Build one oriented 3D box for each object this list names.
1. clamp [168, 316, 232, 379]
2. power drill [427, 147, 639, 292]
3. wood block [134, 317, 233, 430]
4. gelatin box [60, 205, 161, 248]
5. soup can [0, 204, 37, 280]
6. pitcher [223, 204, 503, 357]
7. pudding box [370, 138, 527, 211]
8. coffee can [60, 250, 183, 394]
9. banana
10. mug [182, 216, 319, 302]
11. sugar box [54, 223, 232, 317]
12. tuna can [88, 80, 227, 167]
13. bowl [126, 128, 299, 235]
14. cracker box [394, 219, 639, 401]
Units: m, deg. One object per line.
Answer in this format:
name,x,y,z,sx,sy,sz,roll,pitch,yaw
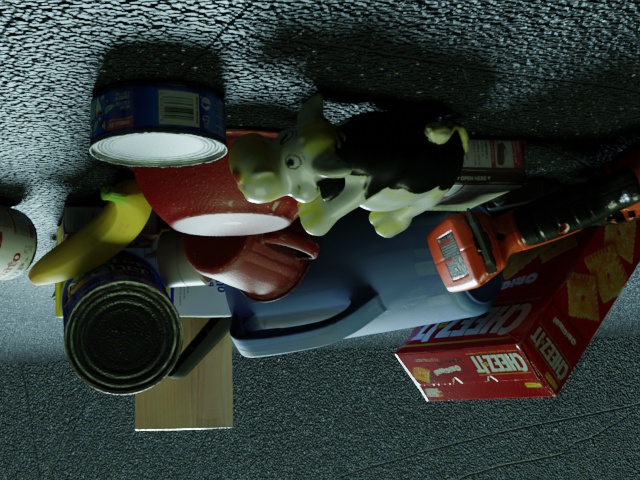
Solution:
clamp,-0.098,0.050,1.213,0.209,0.164,0.036,-21,-158,-14
power drill,0.181,-0.018,0.838,0.187,0.057,0.184,-22,173,-8
wood block,-0.170,0.131,1.328,0.091,0.206,0.090,-8,169,31
gelatin box,-0.199,-0.011,1.012,0.089,0.030,0.073,1,170,-15
soup can,-0.305,-0.003,0.931,0.069,0.068,0.102,-6,170,22
pitcher,0.035,0.033,0.975,0.243,0.149,0.144,-10,163,36
pudding box,0.095,-0.049,0.829,0.090,0.039,0.114,-1,173,-17
coffee can,-0.185,0.071,0.981,0.102,0.103,0.140,0,-170,-14
banana,-0.192,-0.010,0.922,0.069,0.037,0.198,0,156,-34
mug,-0.056,0.001,0.920,0.117,0.093,0.081,8,169,36
sugar box,-0.178,0.032,1.085,0.176,0.093,0.048,2,176,-18
tuna can,-0.101,-0.072,0.668,0.086,0.034,0.086,-2,170,-1
bowl,-0.069,-0.038,0.811,0.162,0.055,0.162,-2,170,-1
cracker box,0.191,0.052,1.006,0.164,0.072,0.213,-14,-153,52
